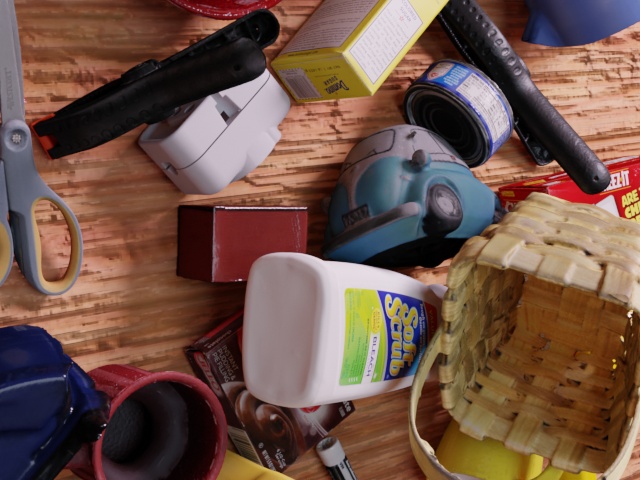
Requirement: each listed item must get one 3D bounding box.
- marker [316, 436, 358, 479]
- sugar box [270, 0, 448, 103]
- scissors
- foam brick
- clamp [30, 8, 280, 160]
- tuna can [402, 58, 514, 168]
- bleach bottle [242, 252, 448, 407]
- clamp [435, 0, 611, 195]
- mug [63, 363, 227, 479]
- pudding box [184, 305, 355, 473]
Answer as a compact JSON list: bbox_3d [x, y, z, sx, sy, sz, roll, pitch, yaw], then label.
[{"bbox_3d":[0.029,0.207,0.839,0.020,0.020,0.121,-37,113,-28],"label":"marker"},{"bbox_3d":[0.048,-0.177,0.783,0.176,0.094,0.048,-50,119,-22],"label":"sugar box"},{"bbox_3d":[-0.199,-0.049,0.638,0.096,0.016,0.202,-26,120,-24],"label":"scissors"},{"bbox_3d":[-0.055,0.001,0.746,0.078,0.053,0.051,-1,93,-34],"label":"foam brick"},{"bbox_3d":[-0.100,-0.092,0.656,0.171,0.120,0.039,-28,103,4],"label":"clamp"},{"bbox_3d":[0.106,-0.098,0.834,0.033,0.086,0.086,-45,116,-23],"label":"tuna can"},{"bbox_3d":[0.044,0.060,0.780,0.250,0.068,0.102,1,95,-56],"label":"bleach bottle"},{"bbox_3d":[0.149,-0.128,0.861,0.036,0.164,0.210,-38,94,5],"label":"clamp"},{"bbox_3d":[-0.130,0.126,0.682,0.117,0.082,0.093,-9,98,-35],"label":"mug"},{"bbox_3d":[-0.035,0.102,0.774,0.089,0.039,0.113,-36,113,-30],"label":"pudding box"}]
